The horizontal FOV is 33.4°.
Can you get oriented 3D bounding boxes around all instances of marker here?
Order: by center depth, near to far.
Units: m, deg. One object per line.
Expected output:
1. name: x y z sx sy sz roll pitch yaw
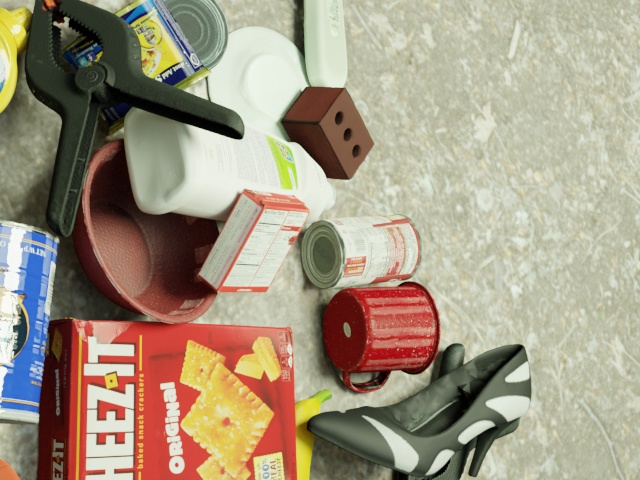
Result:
1. marker: -0.113 0.010 0.960 0.020 0.020 0.121 18 72 -34

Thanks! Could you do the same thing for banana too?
1. banana: -0.018 0.232 0.982 0.069 0.037 0.198 14 74 -34

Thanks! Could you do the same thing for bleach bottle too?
1. bleach bottle: -0.063 -0.055 0.949 0.250 0.068 0.102 16 56 -55

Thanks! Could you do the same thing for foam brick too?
1. foam brick: 0.008 -0.104 1.037 0.053 0.051 0.078 -57 136 -28

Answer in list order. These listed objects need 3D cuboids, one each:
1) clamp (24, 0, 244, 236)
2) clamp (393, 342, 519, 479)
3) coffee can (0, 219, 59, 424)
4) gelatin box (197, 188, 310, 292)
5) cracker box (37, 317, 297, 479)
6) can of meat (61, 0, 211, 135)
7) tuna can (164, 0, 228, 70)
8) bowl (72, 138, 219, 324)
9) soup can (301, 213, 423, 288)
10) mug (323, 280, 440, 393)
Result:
1. clamp: -0.163 -0.120 0.836 0.164 0.036 0.210 -23 66 -4
2. clamp: 0.139 0.205 1.103 0.120 0.039 0.171 40 66 -13
3. coffee can: -0.254 0.062 0.792 0.102 0.103 0.140 13 74 -35
4. gelatin box: -0.056 0.001 0.906 0.073 0.030 0.089 4 119 -59
5. cracker box: -0.122 0.151 0.896 0.213 0.072 0.164 6 78 -36
6. can of meat: -0.158 -0.152 0.911 0.102 0.057 0.084 -31 101 3
7. tuna can: -0.127 -0.189 0.972 0.086 0.034 0.086 5 80 -33
8. bowl: -0.154 -0.001 0.891 0.161 0.055 0.162 34 45 -43
9. soup can: 0.041 0.010 1.046 0.102 0.069 0.068 -5 85 -37
10. mug: 0.053 0.096 1.037 0.081 0.093 0.117 1 118 -32
